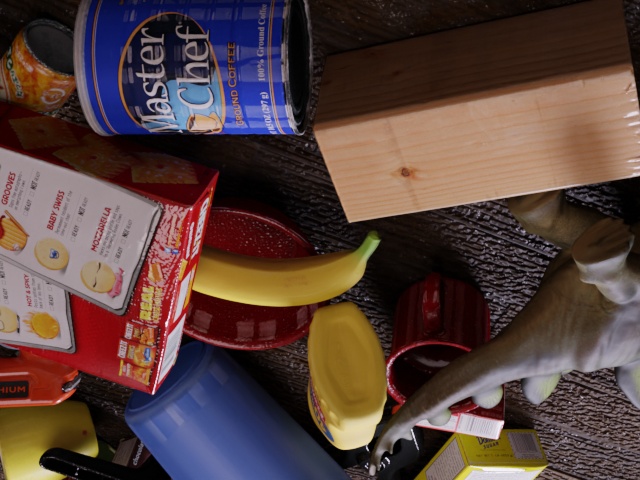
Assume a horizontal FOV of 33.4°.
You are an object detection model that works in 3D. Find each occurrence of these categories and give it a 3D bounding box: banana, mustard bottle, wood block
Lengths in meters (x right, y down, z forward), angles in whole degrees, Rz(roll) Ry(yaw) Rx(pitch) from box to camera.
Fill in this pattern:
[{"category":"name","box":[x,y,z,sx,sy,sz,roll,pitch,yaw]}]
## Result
[{"category":"banana","box":[-0.051,0.018,0.814,0.198,0.037,0.070,1,114,8]},{"category":"mustard bottle","box":[0.019,0.123,0.892,0.058,0.096,0.192,-14,160,-6]},{"category":"wood block","box":[0.109,-0.087,0.728,0.206,0.090,0.091,-9,131,17]}]

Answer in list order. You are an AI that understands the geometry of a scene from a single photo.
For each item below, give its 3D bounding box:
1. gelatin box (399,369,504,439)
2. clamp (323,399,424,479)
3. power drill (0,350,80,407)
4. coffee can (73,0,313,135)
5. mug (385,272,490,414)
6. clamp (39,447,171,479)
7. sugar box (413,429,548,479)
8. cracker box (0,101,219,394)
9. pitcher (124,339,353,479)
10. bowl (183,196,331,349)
[{"category":"gelatin box","box":[0.116,0.131,0.937,0.089,0.073,0.030,10,132,2]},{"category":"clamp","box":[0.059,0.212,1.047,0.120,0.039,0.172,21,139,-18]},{"category":"power drill","box":[-0.271,0.041,0.871,0.184,0.057,0.188,-1,97,2]},{"category":"coffee can","box":[-0.082,-0.122,0.720,0.140,0.102,0.103,1,132,9]},{"category":"mug","box":[0.098,0.077,0.884,0.093,0.081,0.117,-5,131,14]},{"category":"clamp","box":[-0.157,0.263,1.039,0.209,0.164,0.036,-2,149,-45]},{"category":"sugar box","box":[0.136,0.246,1.043,0.093,0.048,0.176,6,139,-26]},{"category":"cracker box","box":[-0.194,-0.001,0.771,0.214,0.072,0.164,18,120,5]},{"category":"pitcher","box":[-0.070,0.211,0.995,0.149,0.145,0.242,-32,107,24]},{"category":"bowl","box":[-0.068,0.017,0.877,0.162,0.055,0.162,5,133,5]}]
